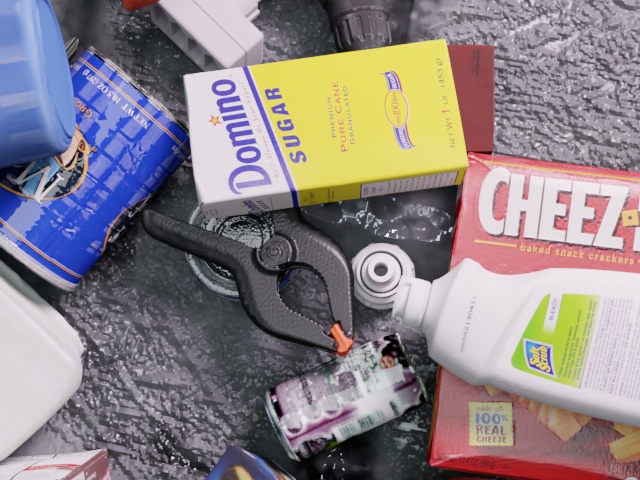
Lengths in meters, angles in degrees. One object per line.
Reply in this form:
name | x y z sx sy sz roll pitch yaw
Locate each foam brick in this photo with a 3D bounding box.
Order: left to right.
foam brick | 0.096 -0.096 0.760 0.053 0.051 0.078 2 84 3

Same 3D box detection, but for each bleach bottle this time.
bleach bottle | 0.171 0.057 0.659 0.251 0.068 0.102 13 83 7

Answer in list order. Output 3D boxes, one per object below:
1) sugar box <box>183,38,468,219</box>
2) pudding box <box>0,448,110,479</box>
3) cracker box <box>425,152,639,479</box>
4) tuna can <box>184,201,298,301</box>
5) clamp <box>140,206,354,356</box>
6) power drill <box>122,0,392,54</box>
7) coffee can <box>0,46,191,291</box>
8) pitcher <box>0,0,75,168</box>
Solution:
sugar box | 0.002 -0.073 0.706 0.176 0.048 0.093 -8 76 -3
pudding box | -0.199 0.171 0.720 0.090 0.113 0.039 -7 88 4
cracker box | 0.165 0.057 0.727 0.164 0.072 0.214 7 83 4
tuna can | -0.055 0.001 0.769 0.086 0.033 0.086 -1 83 4
clamp | -0.027 0.000 0.730 0.171 0.039 0.120 43 91 8
power drill | -0.046 -0.201 0.748 0.187 0.057 0.184 -3 69 -19
coffee can | -0.168 -0.049 0.748 0.103 0.103 0.140 40 87 7
pitcher | -0.281 -0.095 0.654 0.242 0.145 0.149 -10 100 -3
